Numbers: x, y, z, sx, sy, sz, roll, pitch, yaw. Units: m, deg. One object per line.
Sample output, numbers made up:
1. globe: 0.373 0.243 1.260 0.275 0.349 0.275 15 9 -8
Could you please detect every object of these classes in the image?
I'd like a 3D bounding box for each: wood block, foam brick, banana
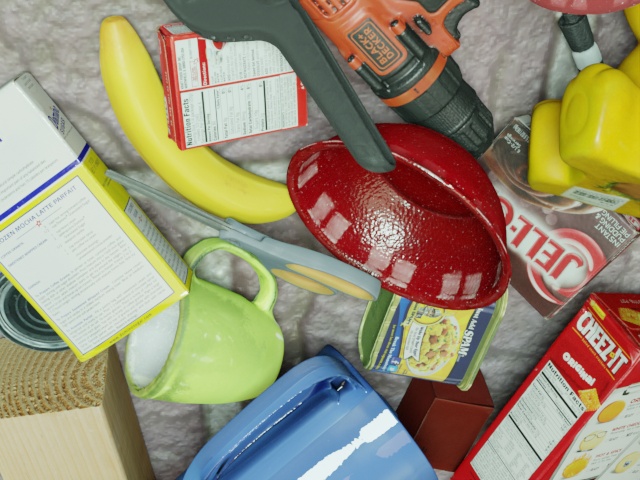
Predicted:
1. wood block: -0.188 0.175 0.835 0.091 0.090 0.206 -9 128 -1
2. foam brick: 0.098 0.141 0.869 0.053 0.051 0.078 13 123 -15
3. banana: -0.082 -0.065 0.707 0.197 0.037 0.069 37 89 -31

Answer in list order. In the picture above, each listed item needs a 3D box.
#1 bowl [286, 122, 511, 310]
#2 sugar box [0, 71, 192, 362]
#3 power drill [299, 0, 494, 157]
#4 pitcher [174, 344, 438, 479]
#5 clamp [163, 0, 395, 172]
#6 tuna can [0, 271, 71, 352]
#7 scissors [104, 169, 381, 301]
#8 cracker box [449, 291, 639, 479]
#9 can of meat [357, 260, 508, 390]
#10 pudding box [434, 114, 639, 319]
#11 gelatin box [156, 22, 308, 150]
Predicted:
1. bowl: 0.060 -0.025 0.696 0.162 0.055 0.162 26 152 15
2. sugar box: -0.173 -0.014 0.697 0.093 0.048 0.176 -33 106 9
3. power drill: 0.098 -0.153 0.646 0.188 0.057 0.184 -38 122 20
4. pitcher: -0.046 0.193 0.786 0.242 0.145 0.149 -38 96 -9
5. clamp: -0.015 -0.155 0.595 0.210 0.036 0.165 30 105 7
6. tuna can: -0.194 0.039 0.768 0.086 0.034 0.086 -3 127 -5
7. scissors: -0.055 0.001 0.737 0.201 0.016 0.096 22 166 -8
8. cracker box: 0.222 0.138 0.842 0.163 0.072 0.214 3 129 -38
9. can of meat: 0.082 0.059 0.802 0.084 0.057 0.102 10 124 -12
10. pudding box: 0.149 -0.017 0.727 0.113 0.039 0.090 47 120 13
11. gelatin box: -0.054 -0.101 0.663 0.089 0.030 0.073 -13 119 -20
